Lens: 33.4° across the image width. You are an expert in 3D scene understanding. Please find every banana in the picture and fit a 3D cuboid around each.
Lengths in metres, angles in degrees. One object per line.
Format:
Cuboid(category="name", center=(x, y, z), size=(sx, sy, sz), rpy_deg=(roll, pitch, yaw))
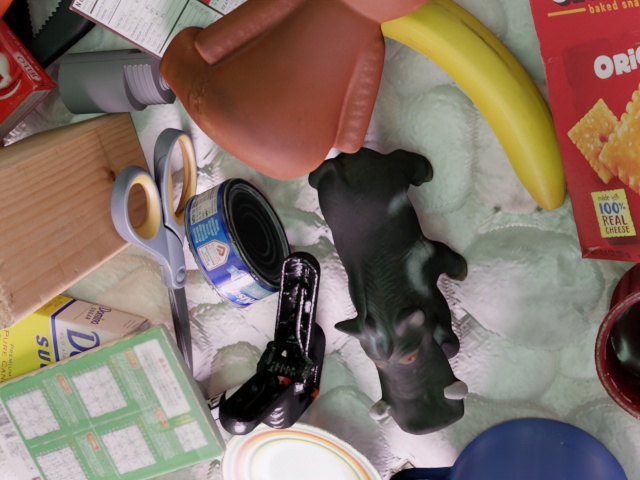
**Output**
Cuboid(category="banana", center=(0.094, -0.103, 0.677), size=(0.198, 0.037, 0.070), rpy_deg=(41, 142, 4))

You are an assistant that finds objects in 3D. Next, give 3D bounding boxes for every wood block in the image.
Cuboid(category="wood block", center=(-0.196, -0.015, 0.705), size=(0.090, 0.205, 0.091), rpy_deg=(-12, 104, 21))

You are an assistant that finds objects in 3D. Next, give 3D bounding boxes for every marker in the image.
Cuboid(category="marker", center=(-0.082, 0.129, 0.819), size=(0.121, 0.020, 0.020), rpy_deg=(-27, 98, 24))

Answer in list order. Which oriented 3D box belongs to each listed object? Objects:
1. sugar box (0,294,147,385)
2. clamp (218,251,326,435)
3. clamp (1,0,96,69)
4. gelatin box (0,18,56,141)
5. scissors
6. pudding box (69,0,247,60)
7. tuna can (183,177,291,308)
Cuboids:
Cuboid(category="sugar box", center=(-0.227, 0.087, 0.838), size=(0.176, 0.048, 0.093), rpy_deg=(14, 111, 14))
Cuboid(category="clamp", center=(-0.027, 0.092, 0.714), size=(0.039, 0.120, 0.171), rpy_deg=(24, 157, 17))
Cuboid(category="clamp", center=(-0.172, -0.207, 0.726), size=(0.164, 0.036, 0.210), rpy_deg=(17, 111, 10))
Cuboid(category="gelatin box", center=(-0.239, -0.107, 0.741), size=(0.089, 0.030, 0.073), rpy_deg=(-39, 88, 21))
Cuboid(category="scissors", center=(-0.115, 0.022, 0.758), size=(0.016, 0.096, 0.202), rpy_deg=(13, 109, 26))
Cuboid(category="pudding box", center=(-0.094, -0.166, 0.699), size=(0.113, 0.039, 0.090), rpy_deg=(30, 116, -11))
Cuboid(category="tuna can", center=(-0.055, 0.001, 0.731), size=(0.034, 0.086, 0.086), rpy_deg=(-25, 99, 21))
